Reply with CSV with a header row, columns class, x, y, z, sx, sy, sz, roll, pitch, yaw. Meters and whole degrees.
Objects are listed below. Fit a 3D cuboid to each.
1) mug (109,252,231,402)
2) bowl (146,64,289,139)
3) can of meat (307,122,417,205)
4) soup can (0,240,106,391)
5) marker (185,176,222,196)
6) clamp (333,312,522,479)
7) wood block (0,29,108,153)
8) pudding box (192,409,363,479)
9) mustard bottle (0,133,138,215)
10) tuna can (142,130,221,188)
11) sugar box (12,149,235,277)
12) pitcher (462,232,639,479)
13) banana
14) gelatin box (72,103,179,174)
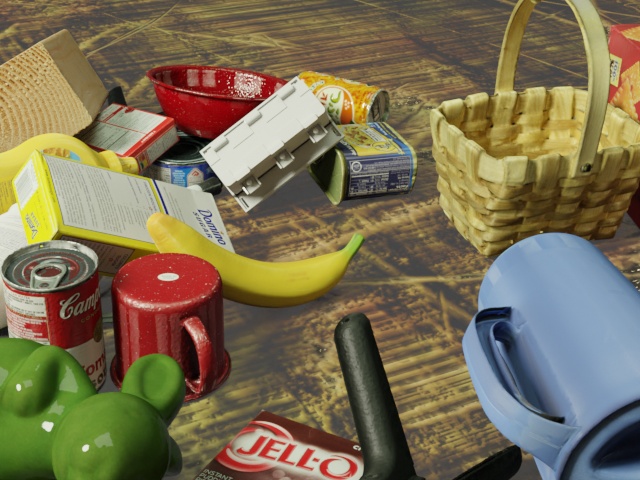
class,x,y,z,sx,sy,sz,roll,pitch,yaw
mug,-0.108,0.067,0.789,0.093,0.081,0.117,-14,33,-25
bowl,-0.105,-0.143,1.126,0.162,0.055,0.162,7,18,-3
can of meat,0.041,-0.082,1.088,0.083,0.057,0.102,-7,31,-19
soup can,-0.192,0.061,0.776,0.068,0.102,0.068,1,29,-1
marker,-0.143,-0.037,1.036,0.020,0.020,0.120,27,38,37
clamp,0.047,0.149,0.630,0.164,0.036,0.209,44,37,-13
wood block,-0.281,-0.148,1.078,0.091,0.090,0.206,-32,16,2
pudding box,-0.013,0.158,0.675,0.114,0.039,0.089,16,31,23
mustard bottle,-0.254,-0.046,0.967,0.191,0.096,0.058,-17,23,-30
tuna can,-0.141,-0.082,1.102,0.086,0.034,0.086,1,29,-1
sugar box,-0.156,-0.011,0.872,0.175,0.048,0.093,17,37,-42
pitcher,0.177,0.088,0.718,0.145,0.149,0.243,-24,27,4
banana,-0.054,0.020,0.871,0.197,0.069,0.037,5,0,-33
gelatin box,-0.199,-0.101,1.073,0.089,0.030,0.073,17,46,31
